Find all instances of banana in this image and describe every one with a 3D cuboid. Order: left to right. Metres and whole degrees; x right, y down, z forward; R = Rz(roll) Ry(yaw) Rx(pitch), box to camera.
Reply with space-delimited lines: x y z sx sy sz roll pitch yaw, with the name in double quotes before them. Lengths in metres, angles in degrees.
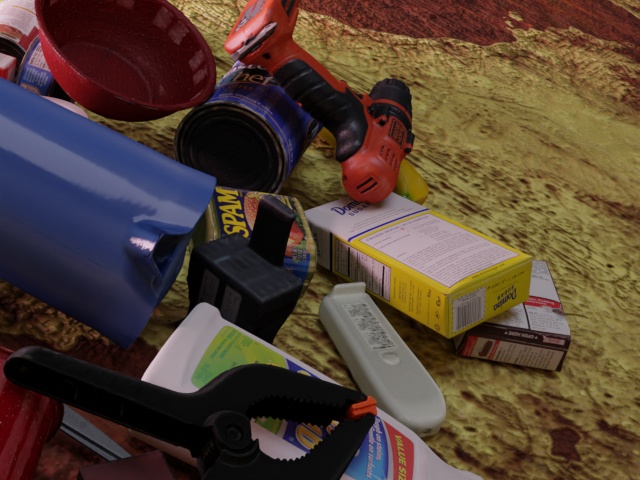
"banana" 0.047 -0.081 1.016 0.069 0.037 0.198 35 8 -47

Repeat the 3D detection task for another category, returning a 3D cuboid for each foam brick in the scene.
"foam brick" -0.100 0.164 0.588 0.051 0.053 0.078 -6 40 -32

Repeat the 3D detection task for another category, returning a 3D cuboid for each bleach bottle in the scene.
"bleach bottle" 0.010 0.134 0.677 0.251 0.068 0.102 25 35 7

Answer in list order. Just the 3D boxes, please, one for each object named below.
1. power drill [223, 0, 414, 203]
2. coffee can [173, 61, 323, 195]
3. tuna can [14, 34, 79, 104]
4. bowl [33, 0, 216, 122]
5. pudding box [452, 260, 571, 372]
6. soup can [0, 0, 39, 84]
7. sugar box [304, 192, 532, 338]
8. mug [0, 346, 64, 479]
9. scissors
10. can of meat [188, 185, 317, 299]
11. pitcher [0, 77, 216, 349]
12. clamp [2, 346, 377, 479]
"power drill" 0.010 -0.140 0.925 0.187 0.057 0.184 44 29 -18
"coffee can" -0.058 -0.103 0.954 0.103 0.103 0.140 21 33 5
"tuna can" -0.238 -0.137 0.935 0.034 0.086 0.086 19 33 0
"bowl" -0.169 -0.151 0.887 0.162 0.055 0.162 24 40 -22
"pudding box" 0.151 0.054 0.881 0.090 0.039 0.113 9 31 -8
"soup can" -0.286 -0.179 0.991 0.068 0.069 0.102 14 32 -6
"sugar box" 0.072 0.012 0.856 0.093 0.048 0.176 -20 31 -34
"mug" -0.208 0.115 0.583 0.117 0.093 0.081 3 38 3
"scissors" -0.201 0.091 0.639 0.202 0.016 0.096 46 42 9
"can of meat" -0.055 0.001 0.845 0.083 0.057 0.102 8 32 -19
"pitcher" -0.204 -0.036 0.723 0.242 0.149 0.145 29 38 -11
"clamp" -0.062 0.108 0.587 0.209 0.036 0.165 -14 60 -39
